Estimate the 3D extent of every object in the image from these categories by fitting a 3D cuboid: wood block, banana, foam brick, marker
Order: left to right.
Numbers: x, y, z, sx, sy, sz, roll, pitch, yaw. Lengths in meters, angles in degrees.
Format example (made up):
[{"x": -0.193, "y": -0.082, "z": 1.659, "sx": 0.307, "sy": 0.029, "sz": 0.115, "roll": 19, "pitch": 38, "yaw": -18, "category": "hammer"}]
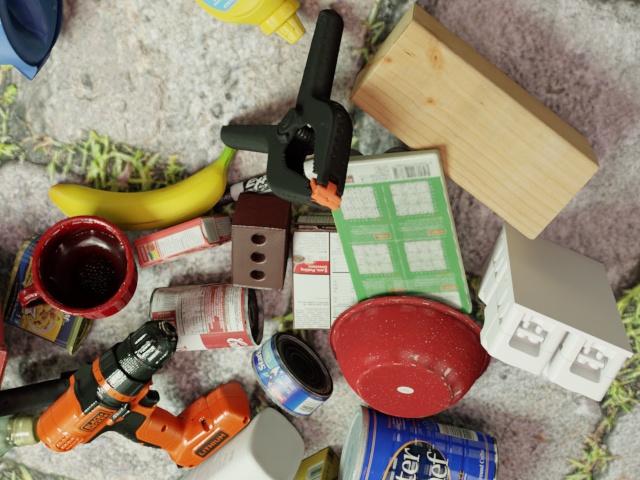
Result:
[{"x": -0.173, "y": -0.040, "z": 1.038, "sx": 0.198, "sy": 0.069, "sz": 0.037, "roll": -10, "pitch": 142, "yaw": 10, "category": "banana"}, {"x": -0.057, "y": 0.001, "z": 1.030, "sx": 0.053, "sy": 0.051, "sz": 0.078, "roll": 6, "pitch": 128, "yaw": 3, "category": "foam brick"}, {"x": -0.055, "y": -0.054, "z": 1.035, "sx": 0.121, "sy": 0.020, "sz": 0.020, "roll": -16, "pitch": 109, "yaw": 13, "category": "marker"}, {"x": 0.136, "y": -0.106, "z": 0.950, "sx": 0.206, "sy": 0.090, "sz": 0.090, "roll": 36, "pitch": 112, "yaw": -8, "category": "wood block"}]

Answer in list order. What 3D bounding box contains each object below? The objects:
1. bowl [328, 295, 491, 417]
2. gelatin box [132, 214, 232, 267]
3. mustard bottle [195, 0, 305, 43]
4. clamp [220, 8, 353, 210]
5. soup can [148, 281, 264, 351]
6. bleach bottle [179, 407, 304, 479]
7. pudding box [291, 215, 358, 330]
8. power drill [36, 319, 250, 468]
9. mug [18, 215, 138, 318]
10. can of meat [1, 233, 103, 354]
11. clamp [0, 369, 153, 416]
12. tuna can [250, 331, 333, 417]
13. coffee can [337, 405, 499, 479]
[{"x": 0.084, "y": 0.124, "z": 1.034, "sx": 0.162, "sy": 0.055, "sz": 0.162, "roll": 7, "pitch": 139, "yaw": 6, "category": "bowl"}, {"x": -0.129, "y": 0.000, "z": 1.029, "sx": 0.073, "sy": 0.089, "sz": 0.030, "roll": -18, "pitch": 89, "yaw": 13, "category": "gelatin box"}, {"x": -0.082, "y": -0.250, "z": 0.938, "sx": 0.096, "sy": 0.058, "sz": 0.191, "roll": -36, "pitch": 103, "yaw": 29, "category": "mustard bottle"}, {"x": -0.024, "y": -0.091, "z": 0.932, "sx": 0.036, "sy": 0.210, "sz": 0.165, "roll": 28, "pitch": 123, "yaw": -33, "category": "clamp"}, {"x": -0.113, "y": 0.075, "z": 1.069, "sx": 0.102, "sy": 0.068, "sz": 0.068, "roll": -5, "pitch": 111, "yaw": 10, "category": "soup can"}, {"x": -0.133, "y": 0.281, "z": 1.148, "sx": 0.251, "sy": 0.102, "sz": 0.068, "roll": -38, "pitch": 100, "yaw": 26, "category": "bleach bottle"}, {"x": 0.017, "y": 0.033, "z": 1.051, "sx": 0.090, "sy": 0.039, "sz": 0.113, "roll": 1, "pitch": 114, "yaw": 4, "category": "pudding box"}, {"x": -0.159, "y": 0.158, "z": 1.062, "sx": 0.185, "sy": 0.057, "sz": 0.187, "roll": -40, "pitch": 138, "yaw": 22, "category": "power drill"}, {"x": -0.227, "y": 0.035, "z": 1.005, "sx": 0.117, "sy": 0.081, "sz": 0.093, "roll": -28, "pitch": 81, "yaw": -7, "category": "mug"}, {"x": -0.270, "y": 0.053, "z": 1.087, "sx": 0.084, "sy": 0.057, "sz": 0.102, "roll": 23, "pitch": 112, "yaw": 0, "category": "can of meat"}, {"x": -0.258, "y": 0.152, "z": 1.091, "sx": 0.171, "sy": 0.120, "sz": 0.039, "roll": -13, "pitch": 92, "yaw": -8, "category": "clamp"}, {"x": -0.027, "y": 0.133, "z": 1.071, "sx": 0.086, "sy": 0.086, "sz": 0.034, "roll": 43, "pitch": 109, "yaw": -10, "category": "tuna can"}, {"x": 0.096, "y": 0.231, "z": 1.077, "sx": 0.140, "sy": 0.103, "sz": 0.103, "roll": 13, "pitch": 113, "yaw": -5, "category": "coffee can"}]
